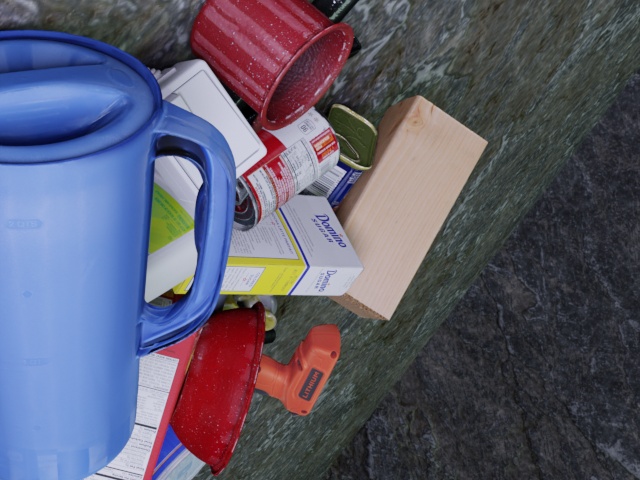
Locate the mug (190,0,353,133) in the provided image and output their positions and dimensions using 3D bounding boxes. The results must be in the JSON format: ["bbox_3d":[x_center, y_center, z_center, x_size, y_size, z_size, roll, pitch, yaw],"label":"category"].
[{"bbox_3d":[-0.043,-0.130,0.760,0.093,0.081,0.117,-28,156,-55],"label":"mug"}]

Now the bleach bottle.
[{"bbox_3d":[-0.182,0.033,0.735,0.250,0.102,0.068,-37,163,-38],"label":"bleach bottle"}]

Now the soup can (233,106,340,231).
[{"bbox_3d":[-0.040,-0.062,0.870,0.102,0.068,0.069,-38,163,-30],"label":"soup can"}]

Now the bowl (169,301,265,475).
[{"bbox_3d":[-0.099,0.126,0.965,0.162,0.055,0.162,-164,-90,-78],"label":"bowl"}]

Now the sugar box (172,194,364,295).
[{"bbox_3d":[-0.056,0.001,0.915,0.175,0.093,0.048,6,134,-39],"label":"sugar box"}]

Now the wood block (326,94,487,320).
[{"bbox_3d":[0.069,-0.032,1.078,0.206,0.090,0.090,-60,-166,-10],"label":"wood block"}]

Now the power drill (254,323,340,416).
[{"bbox_3d":[-0.078,0.102,1.110,0.057,0.187,0.185,-90,-160,-54],"label":"power drill"}]

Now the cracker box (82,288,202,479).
[{"bbox_3d":[-0.161,0.143,0.907,0.164,0.072,0.214,-123,-130,-78],"label":"cracker box"}]

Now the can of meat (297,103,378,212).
[{"bbox_3d":[0.009,-0.075,1.067,0.084,0.057,0.102,-53,-168,30],"label":"can of meat"}]

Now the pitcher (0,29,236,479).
[{"bbox_3d":[-0.144,0.020,0.584,0.144,0.149,0.243,-27,138,-37],"label":"pitcher"}]
